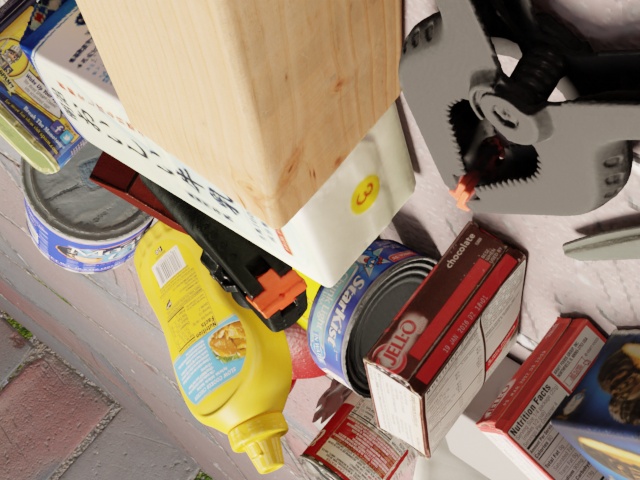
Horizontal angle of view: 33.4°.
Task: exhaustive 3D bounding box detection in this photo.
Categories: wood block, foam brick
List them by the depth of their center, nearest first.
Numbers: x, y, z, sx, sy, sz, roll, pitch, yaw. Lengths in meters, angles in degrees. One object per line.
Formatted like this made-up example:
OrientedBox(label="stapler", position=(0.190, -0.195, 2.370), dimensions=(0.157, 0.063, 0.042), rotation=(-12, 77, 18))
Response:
OrientedBox(label="wood block", position=(-0.031, -0.103, 0.374), dimensions=(0.091, 0.090, 0.206), rotation=(35, 162, 20))
OrientedBox(label="foam brick", position=(-0.099, -0.041, 0.697), dimensions=(0.053, 0.051, 0.078), rotation=(20, 170, 48))

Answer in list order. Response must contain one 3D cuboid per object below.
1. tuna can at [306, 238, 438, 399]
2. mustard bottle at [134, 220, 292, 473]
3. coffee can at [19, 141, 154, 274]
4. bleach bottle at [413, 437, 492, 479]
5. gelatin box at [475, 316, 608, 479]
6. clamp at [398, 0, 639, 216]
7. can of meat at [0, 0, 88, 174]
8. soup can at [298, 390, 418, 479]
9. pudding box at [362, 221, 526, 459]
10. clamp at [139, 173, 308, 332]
OrientedBox(label="tuna can", position=(0.033, 0.043, 0.595), dimensions=(0.034, 0.086, 0.086), rotation=(29, 159, 40))
OrientedBox(label="mustard bottle", position=(-0.067, 0.071, 0.747), dimensions=(0.096, 0.058, 0.192), rotation=(-38, 64, 35))
OrientedBox(label="coffee can", position=(-0.173, -0.035, 0.810), dimensions=(0.103, 0.102, 0.140), rotation=(42, 163, -3))
OrientedBox(label="bleach bottle", position=(0.121, 0.195, 0.806), dimensions=(0.102, 0.068, 0.251), rotation=(14, 162, 10))
OrientedBox(label="gelatin box", position=(0.131, 0.093, 0.528), dimensions=(0.089, 0.073, 0.030), rotation=(44, 163, -10))
OrientedBox(label="clamp", position=(0.080, -0.050, 0.354), dimensions=(0.165, 0.036, 0.210), rotation=(36, 164, 15))
OrientedBox(label="can of meat", position=(-0.179, -0.105, 0.686), dimensions=(0.102, 0.084, 0.058), rotation=(48, 161, -22))
OrientedBox(label="soup can", position=(0.041, 0.142, 0.787), dimensions=(0.068, 0.102, 0.068), rotation=(37, 162, 14))
OrientedBox(label="pudding box", position=(0.065, 0.055, 0.549), dimensions=(0.039, 0.090, 0.113), rotation=(33, 161, 23))
OrientedBox(label="clamp", position=(-0.054, 0.001, 0.599), dimensions=(0.120, 0.039, 0.172), rotation=(47, 171, -14))
